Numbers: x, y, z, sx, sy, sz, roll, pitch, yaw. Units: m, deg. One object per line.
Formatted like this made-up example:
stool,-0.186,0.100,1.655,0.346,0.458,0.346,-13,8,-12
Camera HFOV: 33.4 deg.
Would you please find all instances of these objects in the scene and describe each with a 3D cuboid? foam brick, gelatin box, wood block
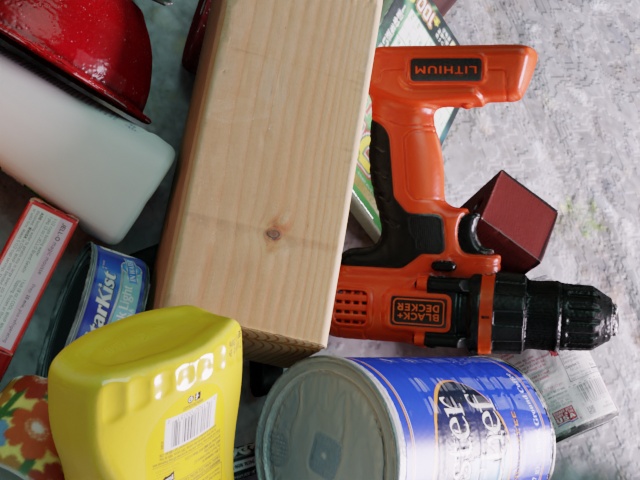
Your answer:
foam brick,0.115,0.000,0.730,0.051,0.078,0.053,34,51,-7
gelatin box,-0.164,0.032,0.563,0.030,0.073,0.089,26,55,-13
wood block,-0.033,-0.043,0.600,0.090,0.090,0.206,14,73,-12

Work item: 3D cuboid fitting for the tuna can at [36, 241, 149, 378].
tuna can,-0.122,0.046,0.570,0.033,0.086,0.086,20,56,-19

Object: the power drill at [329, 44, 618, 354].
power drill,0.091,-0.024,0.653,0.184,0.057,0.188,3,93,10

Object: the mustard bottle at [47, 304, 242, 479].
mustard bottle,-0.080,0.133,0.508,0.096,0.058,0.192,-23,120,-51

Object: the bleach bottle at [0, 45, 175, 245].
bleach bottle,-0.201,-0.091,0.588,0.250,0.102,0.068,34,89,-10

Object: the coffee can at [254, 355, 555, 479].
coffee can,0.049,0.115,0.591,0.140,0.103,0.103,6,60,-45

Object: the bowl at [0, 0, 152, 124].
bowl,-0.153,-0.130,0.604,0.162,0.162,0.055,31,89,-10

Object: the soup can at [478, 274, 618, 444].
soup can,0.144,0.083,0.705,0.068,0.069,0.102,-13,71,-33
